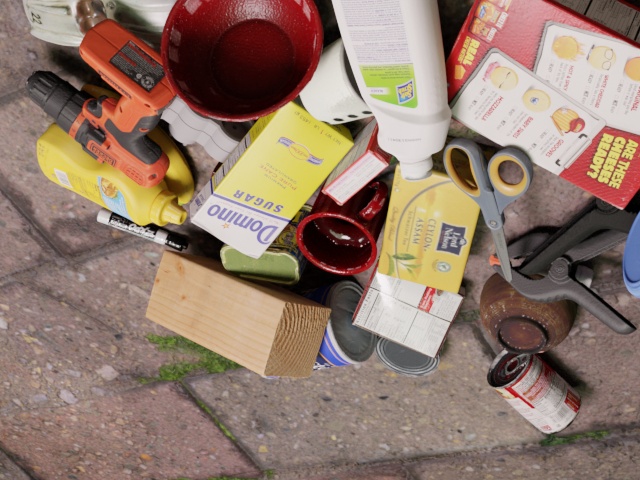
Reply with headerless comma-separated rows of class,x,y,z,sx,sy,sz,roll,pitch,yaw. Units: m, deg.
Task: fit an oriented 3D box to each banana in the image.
banana,-0.202,-0.107,1.245,0.070,0.037,0.197,-13,126,32

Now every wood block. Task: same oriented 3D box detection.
wood block,-0.102,0.087,1.282,0.206,0.090,0.090,20,-175,37

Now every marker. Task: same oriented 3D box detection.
marker,-0.226,-0.013,1.362,0.121,0.020,0.020,20,137,4

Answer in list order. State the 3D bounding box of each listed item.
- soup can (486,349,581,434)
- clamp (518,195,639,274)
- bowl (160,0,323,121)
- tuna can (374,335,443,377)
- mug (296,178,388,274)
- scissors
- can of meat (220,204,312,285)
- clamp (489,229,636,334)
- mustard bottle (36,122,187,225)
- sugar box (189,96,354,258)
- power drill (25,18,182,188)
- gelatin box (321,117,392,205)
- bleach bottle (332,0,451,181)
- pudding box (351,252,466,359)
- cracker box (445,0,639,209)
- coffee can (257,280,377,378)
soup can,0.263,0.182,1.310,0.102,0.068,0.069,42,134,-19
clamp,0.287,-0.037,1.088,0.210,0.036,0.164,1,118,17
bowl,-0.073,-0.188,1.054,0.162,0.162,0.055,13,172,11
tuna can,0.112,0.132,1.350,0.086,0.033,0.086,12,136,12
mug,0.035,-0.028,1.189,0.093,0.081,0.117,35,136,-13
scissors,0.189,-0.027,1.068,0.096,0.016,0.201,-4,134,40
can of meat,-0.058,0.001,1.257,0.102,0.083,0.057,8,136,16
clamp,0.268,0.041,1.150,0.172,0.120,0.039,-3,167,31
mustard bottle,-0.239,-0.066,1.251,0.192,0.058,0.096,27,154,18
sugar box,-0.054,-0.070,1.152,0.093,0.048,0.176,31,109,-23
power drill,-0.226,-0.152,1.125,0.184,0.057,0.188,36,152,-3
gelatin box,0.046,-0.087,1.130,0.030,0.073,0.089,36,136,-13
bleach bottle,0.064,-0.176,0.982,0.103,0.068,0.251,7,120,37
pudding box,0.104,0.078,1.267,0.113,0.039,0.090,24,104,2
cracker box,0.226,-0.148,0.978,0.214,0.072,0.164,28,138,5
coffee can,-0.015,0.113,1.335,0.141,0.102,0.102,-15,125,34
